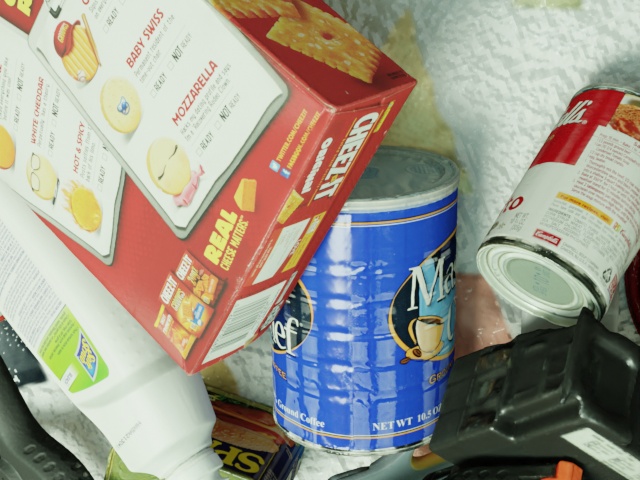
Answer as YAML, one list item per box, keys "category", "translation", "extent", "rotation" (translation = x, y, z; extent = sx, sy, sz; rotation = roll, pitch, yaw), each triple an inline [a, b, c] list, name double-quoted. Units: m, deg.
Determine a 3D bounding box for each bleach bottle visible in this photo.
- category: "bleach bottle"
  translation: [-0.136, 0.039, 0.596]
  extent: [0.251, 0.067, 0.103]
  rotation: [54, 141, 12]

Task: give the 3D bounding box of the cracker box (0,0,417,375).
- category: "cracker box"
  translation: [-0.081, -0.070, 0.501]
  extent: [0.214, 0.071, 0.164]
  rotation: [44, 128, 18]

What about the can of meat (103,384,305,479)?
- category: "can of meat"
  translation: [-0.066, 0.135, 0.649]
  extent: [0.102, 0.083, 0.057]
  rotation: [18, 113, 10]

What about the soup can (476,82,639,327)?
- category: "soup can"
  translation: [0.128, -0.016, 0.517]
  extent: [0.068, 0.102, 0.068]
  rotation: [30, 159, 13]

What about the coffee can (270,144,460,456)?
- category: "coffee can"
  translation: [0.022, 0.029, 0.574]
  extent: [0.103, 0.102, 0.140]
  rotation: [4, 110, 15]

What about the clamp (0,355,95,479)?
- category: "clamp"
  translation: [-0.178, 0.130, 0.646]
  extent: [0.210, 0.036, 0.165]
  rotation: [39, 141, 25]

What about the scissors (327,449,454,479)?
- category: "scissors"
  translation: [0.025, 0.154, 0.613]
  extent: [0.201, 0.016, 0.096]
  rotation: [-25, 120, -10]
